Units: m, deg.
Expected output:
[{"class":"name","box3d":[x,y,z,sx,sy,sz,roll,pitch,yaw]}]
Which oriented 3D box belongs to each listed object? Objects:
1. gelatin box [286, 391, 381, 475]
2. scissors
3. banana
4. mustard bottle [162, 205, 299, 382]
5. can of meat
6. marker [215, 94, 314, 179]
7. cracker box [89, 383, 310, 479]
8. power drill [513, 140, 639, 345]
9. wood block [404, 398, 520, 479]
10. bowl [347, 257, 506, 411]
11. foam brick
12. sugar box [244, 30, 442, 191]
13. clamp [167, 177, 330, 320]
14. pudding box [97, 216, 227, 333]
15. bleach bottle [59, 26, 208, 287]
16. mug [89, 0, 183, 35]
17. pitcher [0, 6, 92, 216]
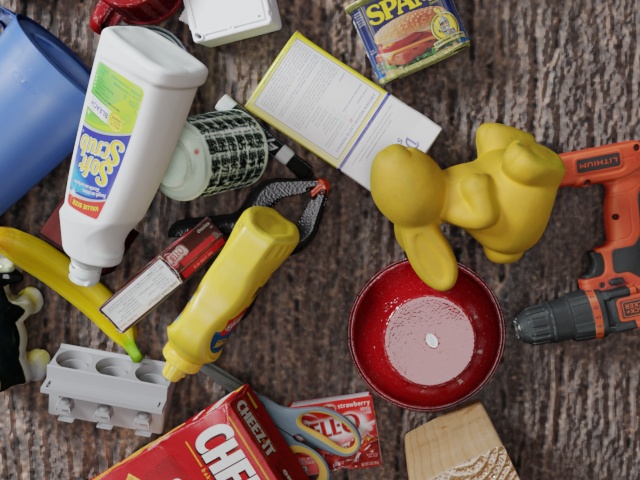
[{"class":"gelatin box","box3d":[0.014,0.197,1.088,0.089,0.030,0.073,-8,92,3]},{"class":"scissors","box3d":[-0.059,0.186,1.073,0.202,0.016,0.096,18,97,9]},{"class":"banana","box3d":[-0.248,0.044,1.063,0.197,0.070,0.037,42,88,-21]},{"class":"mustard bottle","box3d":[-0.096,0.059,1.025,0.058,0.096,0.192,36,106,3]},{"class":"can of meat","box3d":[0.087,-0.210,1.052,0.102,0.057,0.084,-23,94,4]},{"class":"marker","box3d":[-0.055,-0.103,1.083,0.121,0.020,0.020,40,94,0]},{"class":"cracker box","box3d":[-0.121,0.268,1.058,0.214,0.072,0.164,-33,90,18]},{"class":"power drill","box3d":[0.268,0.003,1.053,0.184,0.057,0.187,-12,95,0]},{"class":"wood block","box3d":[0.138,0.224,0.995,0.090,0.206,0.091,-27,91,4]},{"class":"bowl","box3d":[0.107,0.097,1.066,0.162,0.055,0.162,0,93,3]},{"class":"foam brick","box3d":[-0.233,-0.007,1.081,0.078,0.053,0.051,33,94,0]},{"class":"sugar box","box3d":[0.023,-0.122,1.065,0.176,0.048,0.093,34,94,-3]},{"class":"clamp","box3d":[-0.057,0.001,1.076,0.172,0.039,0.120,-27,98,14]},{"class":"pudding box","box3d":[-0.153,0.034,1.039,0.039,0.089,0.114,49,126,-2]},{"class":"bleach bottle","box3d":[-0.185,-0.064,0.984,0.103,0.067,0.251,37,120,29]},{"class":"mug","box3d":[-0.190,-0.254,1.051,0.093,0.081,0.117,38,94,1]},{"class":"pitcher","box3d":[-0.333,-0.102,1.048,0.243,0.149,0.144,-43,133,7]}]
